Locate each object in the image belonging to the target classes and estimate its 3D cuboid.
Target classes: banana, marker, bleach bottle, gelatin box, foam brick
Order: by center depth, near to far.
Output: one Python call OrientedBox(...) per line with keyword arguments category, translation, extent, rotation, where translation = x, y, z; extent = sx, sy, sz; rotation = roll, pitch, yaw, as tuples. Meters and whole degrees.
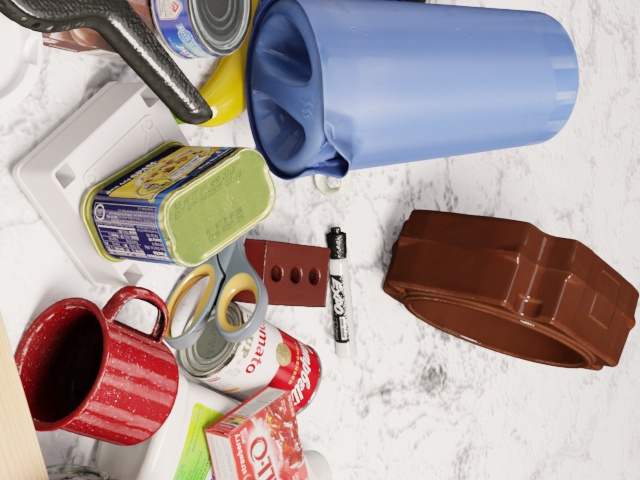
OrientedBox(category="gelatin box", translation=(-0.046, 0.167, 0.809), extent=(0.073, 0.030, 0.089), rotation=(-30, 116, -46))
OrientedBox(category="banana", translation=(-0.063, -0.167, 0.845), extent=(0.069, 0.037, 0.198), rotation=(31, 72, -44))
OrientedBox(category="bleach bottle", translation=(-0.063, 0.179, 0.864), extent=(0.250, 0.068, 0.102), rotation=(30, 73, -47))
OrientedBox(category="foam brick", translation=(-0.037, 0.027, 0.882), extent=(0.078, 0.051, 0.053), rotation=(6, 89, -47))
OrientedBox(category="marker", translation=(0.019, 0.047, 0.967), extent=(0.020, 0.020, 0.121), rotation=(-16, 106, -45))

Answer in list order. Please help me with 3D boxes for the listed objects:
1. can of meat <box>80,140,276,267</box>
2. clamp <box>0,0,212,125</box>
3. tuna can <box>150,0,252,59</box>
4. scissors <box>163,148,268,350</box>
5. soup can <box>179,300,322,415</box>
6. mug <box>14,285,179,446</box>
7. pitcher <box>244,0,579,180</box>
OrientedBox(category="can of meat", translation=(-0.092, -0.025, 0.710), extent=(0.101, 0.084, 0.057), rotation=(-38, 120, -38))
OrientedBox(category="clamp", translation=(-0.141, -0.180, 0.675), extent=(0.209, 0.036, 0.164), rotation=(18, 79, -37))
OrientedBox(category="tuna can", translation=(-0.085, -0.176, 0.778), extent=(0.086, 0.034, 0.086), rotation=(-11, 102, -61))
OrientedBox(category="scissors", translation=(-0.055, 0.001, 0.836), extent=(0.201, 0.096, 0.016), rotation=(-60, 142, -19))
OrientedBox(category="soup can", translation=(-0.055, 0.096, 0.859), extent=(0.102, 0.069, 0.068), rotation=(36, 68, -42))
OrientedBox(category="mug", translation=(-0.147, 0.085, 0.741), extent=(0.081, 0.093, 0.117), rotation=(32, 87, -48))
OrientedBox(category="pitcher", translation=(0.069, -0.129, 0.820), extent=(0.242, 0.145, 0.149), rotation=(-6, 97, -27))
